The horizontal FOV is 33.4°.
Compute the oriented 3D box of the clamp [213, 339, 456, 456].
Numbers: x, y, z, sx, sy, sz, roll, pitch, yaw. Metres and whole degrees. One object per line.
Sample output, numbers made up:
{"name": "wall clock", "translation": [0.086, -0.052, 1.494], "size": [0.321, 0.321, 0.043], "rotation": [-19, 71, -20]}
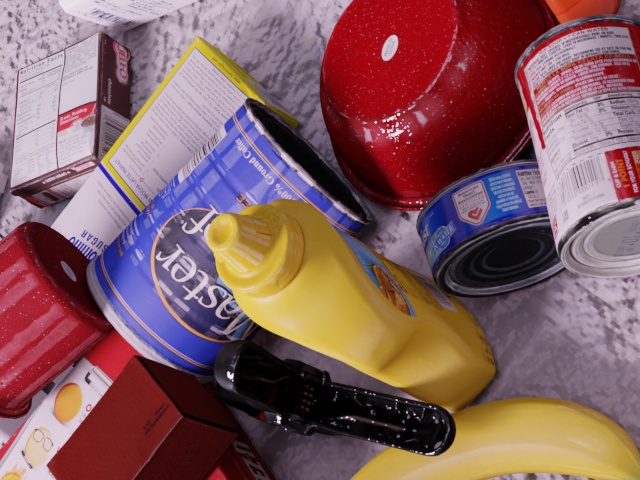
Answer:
{"name": "clamp", "translation": [-0.001, 0.086, 0.562], "size": [0.120, 0.171, 0.039], "rotation": [24, 79, -3]}

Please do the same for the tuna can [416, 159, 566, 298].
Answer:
{"name": "tuna can", "translation": [0.094, -0.004, 0.545], "size": [0.086, 0.086, 0.034], "rotation": [-27, 60, 23]}

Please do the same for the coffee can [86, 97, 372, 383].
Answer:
{"name": "coffee can", "translation": [-0.054, 0.001, 0.634], "size": [0.140, 0.102, 0.103], "rotation": [-45, 53, 11]}

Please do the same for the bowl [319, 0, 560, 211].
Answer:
{"name": "bowl", "translation": [0.053, -0.101, 0.610], "size": [0.162, 0.055, 0.162], "rotation": [-16, 64, 36]}

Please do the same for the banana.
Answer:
{"name": "banana", "translation": [0.074, 0.120, 0.539], "size": [0.198, 0.037, 0.069], "rotation": [-19, 60, 27]}

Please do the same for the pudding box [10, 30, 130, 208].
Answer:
{"name": "pudding box", "translation": [-0.188, -0.091, 0.805], "size": [0.090, 0.039, 0.113], "rotation": [-18, 60, 28]}

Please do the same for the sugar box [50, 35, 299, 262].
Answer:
{"name": "sugar box", "translation": [-0.102, -0.041, 0.721], "size": [0.176, 0.048, 0.093], "rotation": [-51, 52, 11]}

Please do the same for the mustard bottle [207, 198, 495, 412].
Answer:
{"name": "mustard bottle", "translation": [0.010, 0.026, 0.522], "size": [0.058, 0.191, 0.096], "rotation": [-48, 52, 9]}

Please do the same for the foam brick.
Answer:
{"name": "foam brick", "translation": [-0.092, 0.110, 0.561], "size": [0.078, 0.051, 0.053], "rotation": [-51, 54, 5]}

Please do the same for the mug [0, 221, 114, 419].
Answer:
{"name": "mug", "translation": [-0.174, 0.041, 0.636], "size": [0.081, 0.117, 0.093], "rotation": [-39, 97, 7]}
